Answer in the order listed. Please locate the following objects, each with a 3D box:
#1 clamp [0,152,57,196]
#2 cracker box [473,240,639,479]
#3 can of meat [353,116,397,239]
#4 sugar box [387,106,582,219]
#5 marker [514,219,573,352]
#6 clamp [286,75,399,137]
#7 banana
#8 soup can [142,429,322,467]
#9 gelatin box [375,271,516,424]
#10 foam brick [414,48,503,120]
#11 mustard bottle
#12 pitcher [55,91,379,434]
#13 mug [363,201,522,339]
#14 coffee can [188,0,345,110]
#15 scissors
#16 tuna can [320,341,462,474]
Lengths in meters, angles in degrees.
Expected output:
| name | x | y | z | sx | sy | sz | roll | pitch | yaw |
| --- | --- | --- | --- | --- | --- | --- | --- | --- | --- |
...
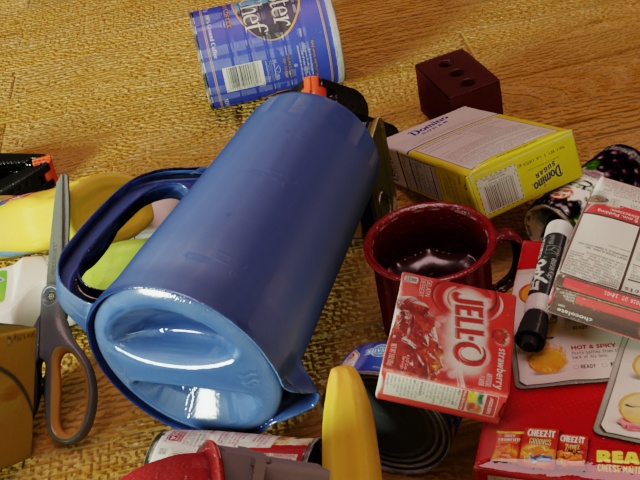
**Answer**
| name | x | y | z | sx | sy | sz | roll | pitch | yaw |
| --- | --- | --- | --- | --- | --- | --- | --- | --- | --- |
| clamp | -0.360 | -0.047 | 1.018 | 0.209 | 0.036 | 0.165 | -19 | 38 | -14 |
| cracker box | 0.194 | 0.093 | 0.662 | 0.164 | 0.072 | 0.213 | 3 | 38 | 18 |
| can of meat | 0.012 | -0.047 | 0.870 | 0.084 | 0.102 | 0.057 | -1 | 38 | 17 |
| sugar box | 0.125 | -0.067 | 0.872 | 0.093 | 0.048 | 0.176 | -23 | 17 | -13 |
| marker | 0.144 | 0.029 | 0.684 | 0.020 | 0.020 | 0.121 | 5 | 38 | 20 |
| clamp | 0.014 | -0.102 | 0.924 | 0.120 | 0.039 | 0.171 | -10 | -8 | -3 |
| banana | 0.020 | 0.168 | 0.596 | 0.037 | 0.070 | 0.198 | 0 | 51 | -1 |
| soup can | -0.050 | 0.151 | 0.649 | 0.102 | 0.068 | 0.068 | 0 | 38 | 15 |
| gelatin box | 0.077 | 0.061 | 0.635 | 0.073 | 0.030 | 0.089 | 12 | 40 | 6 |
| foam brick | 0.129 | -0.135 | 0.997 | 0.053 | 0.051 | 0.078 | -20 | 38 | -12 |
| mustard bottle | -0.237 | -0.016 | 0.900 | 0.192 | 0.058 | 0.096 | -8 | 7 | 39 |
| pitcher | -0.055 | 0.001 | 0.728 | 0.145 | 0.149 | 0.242 | -16 | 31 | 36 |
| mug | 0.092 | 0.027 | 0.765 | 0.117 | 0.081 | 0.093 | -19 | 37 | -11 |
| coffee can | -0.054 | -0.196 | 1.083 | 0.140 | 0.103 | 0.103 | -13 | 36 | -2 |
| scissors | -0.210 | 0.055 | 0.780 | 0.096 | 0.016 | 0.202 | -21 | 68 | 13 |
| tuna can | 0.046 | 0.105 | 0.671 | 0.086 | 0.086 | 0.033 | 8 | 39 | 23 |
